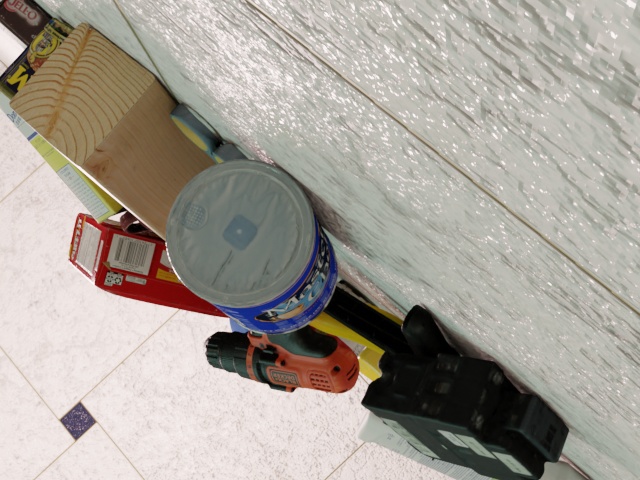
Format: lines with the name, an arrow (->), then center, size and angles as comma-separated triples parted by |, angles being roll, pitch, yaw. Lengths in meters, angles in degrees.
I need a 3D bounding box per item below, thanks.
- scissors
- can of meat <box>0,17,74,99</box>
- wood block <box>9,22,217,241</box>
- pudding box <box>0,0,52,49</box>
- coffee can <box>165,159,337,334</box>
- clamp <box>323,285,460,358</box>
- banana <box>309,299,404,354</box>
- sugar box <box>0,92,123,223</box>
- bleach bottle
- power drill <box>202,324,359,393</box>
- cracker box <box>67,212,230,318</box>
scissors -> -0.089, -0.073, 0.890 | 0.096, 0.016, 0.202 | 43, 175, -9
can of meat -> -0.226, -0.137, 0.950 | 0.102, 0.084, 0.057 | 39, 175, 15
wood block -> -0.159, -0.082, 0.904 | 0.090, 0.091, 0.206 | 39, 175, 22
pudding box -> -0.265, -0.191, 1.036 | 0.113, 0.039, 0.090 | 44, 175, -17
coffee can -> -0.046, 0.009, 0.784 | 0.103, 0.103, 0.140 | 39, 175, 14
clamp -> 0.090, 0.102, 0.917 | 0.209, 0.036, 0.165 | 42, 167, -32
banana -> 0.070, 0.106, 0.978 | 0.198, 0.069, 0.037 | 42, 139, -6
sugar box -> -0.251, -0.115, 1.111 | 0.048, 0.093, 0.176 | -21, 113, 47
bleach bottle -> 0.163, 0.214, 1.039 | 0.251, 0.068, 0.103 | 26, 160, 5
power drill -> -0.062, 0.063, 1.034 | 0.185, 0.057, 0.187 | 4, 129, 34
cracker box -> -0.187, 0.026, 1.206 | 0.164, 0.072, 0.214 | 14, 180, -21
